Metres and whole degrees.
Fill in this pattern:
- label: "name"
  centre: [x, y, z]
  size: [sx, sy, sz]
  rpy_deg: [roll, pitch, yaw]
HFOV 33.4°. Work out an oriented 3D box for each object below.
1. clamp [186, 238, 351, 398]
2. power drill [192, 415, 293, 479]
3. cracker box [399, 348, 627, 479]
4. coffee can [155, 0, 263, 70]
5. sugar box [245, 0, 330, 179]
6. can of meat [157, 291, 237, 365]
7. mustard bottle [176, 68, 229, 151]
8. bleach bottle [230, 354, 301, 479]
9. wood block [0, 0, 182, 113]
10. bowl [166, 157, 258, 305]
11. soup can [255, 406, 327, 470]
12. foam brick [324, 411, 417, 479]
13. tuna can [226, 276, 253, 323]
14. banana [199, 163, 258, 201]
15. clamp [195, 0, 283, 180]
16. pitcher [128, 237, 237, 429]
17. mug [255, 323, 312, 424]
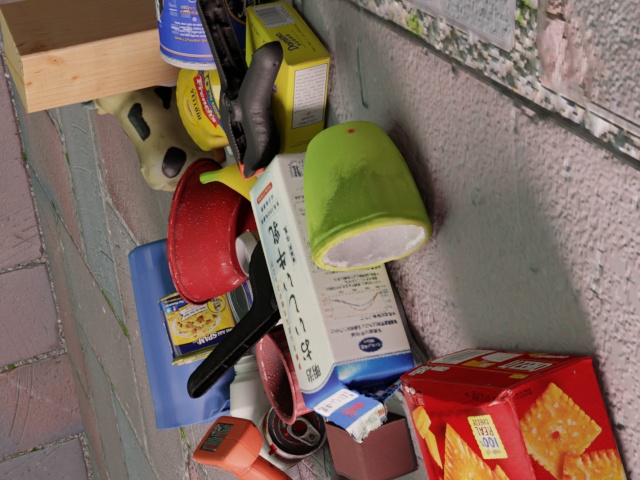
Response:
- label: "clamp"
  centre: [-0.017, 0.060, 0.957]
  size: [0.036, 0.165, 0.210]
  rpy_deg: [48, -123, -67]
- label: "power drill"
  centre: [-0.032, 0.260, 1.106]
  size: [0.187, 0.057, 0.185]
  rpy_deg: [43, 156, -16]
- label: "cracker box"
  centre: [0.137, 0.183, 0.708]
  size: [0.164, 0.072, 0.214]
  rpy_deg: [170, 84, -70]
- label: "coffee can"
  centre: [-0.103, -0.240, 0.975]
  size: [0.103, 0.102, 0.140]
  rpy_deg: [-133, 33, -51]
- label: "sugar box"
  centre: [-0.034, -0.118, 0.968]
  size: [0.093, 0.048, 0.176]
  rpy_deg: [57, 153, 37]
- label: "can of meat"
  centre: [-0.142, 0.098, 1.303]
  size: [0.057, 0.102, 0.084]
  rpy_deg: [52, -160, -80]
- label: "mustard bottle"
  centre: [-0.096, -0.149, 1.087]
  size: [0.192, 0.058, 0.096]
  rpy_deg: [-7, 99, 69]
- label: "bleach bottle"
  centre: [-0.062, 0.262, 1.283]
  size: [0.102, 0.068, 0.251]
  rpy_deg: [17, -120, -77]
- label: "wood block"
  centre: [-0.244, -0.224, 1.205]
  size: [0.091, 0.205, 0.090]
  rpy_deg: [61, 157, 29]
- label: "bowl"
  centre: [-0.103, -0.008, 1.146]
  size: [0.162, 0.055, 0.162]
  rpy_deg: [5, -90, -70]
- label: "soup can"
  centre: [-0.037, 0.215, 1.188]
  size: [0.102, 0.068, 0.068]
  rpy_deg: [124, 127, -65]
- label: "foam brick"
  centre: [0.046, 0.188, 0.976]
  size: [0.078, 0.052, 0.051]
  rpy_deg: [-3, 102, 68]
- label: "tuna can"
  centre: [-0.082, 0.064, 1.242]
  size: [0.086, 0.033, 0.086]
  rpy_deg: [164, 90, -70]
- label: "banana"
  centre: [-0.046, -0.014, 1.054]
  size: [0.198, 0.070, 0.037]
  rpy_deg: [55, -163, 29]
- label: "clamp"
  centre: [-0.070, -0.132, 0.923]
  size: [0.120, 0.039, 0.171]
  rpy_deg: [57, 155, 35]
- label: "pitcher"
  centre: [-0.181, 0.120, 1.405]
  size: [0.145, 0.149, 0.243]
  rpy_deg: [0, -104, -77]
- label: "mug"
  centre: [-0.012, 0.114, 1.029]
  size: [0.117, 0.081, 0.093]
  rpy_deg: [-137, 36, -54]
